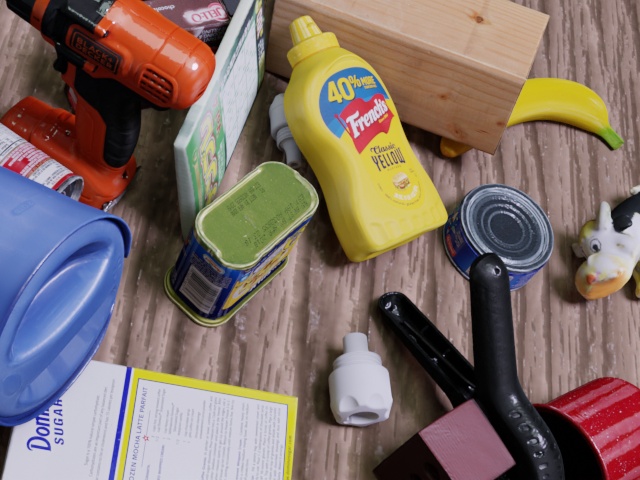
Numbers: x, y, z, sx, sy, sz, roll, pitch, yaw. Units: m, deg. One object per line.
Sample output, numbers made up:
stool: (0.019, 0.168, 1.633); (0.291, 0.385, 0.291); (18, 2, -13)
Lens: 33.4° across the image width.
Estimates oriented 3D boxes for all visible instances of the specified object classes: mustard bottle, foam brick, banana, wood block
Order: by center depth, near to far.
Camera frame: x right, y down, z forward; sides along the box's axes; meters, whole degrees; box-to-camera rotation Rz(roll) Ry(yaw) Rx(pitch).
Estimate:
foam brick: (0.082, 0.152, 0.717); (0.051, 0.078, 0.053); (-24, 71, -33)
mustard bottle: (0.023, -0.084, 0.823); (0.096, 0.058, 0.191); (-21, 84, -41)
wood block: (0.069, -0.163, 0.877); (0.206, 0.090, 0.090); (22, 53, 6)
banana: (0.185, -0.112, 0.948); (0.197, 0.037, 0.069); (-6, 62, -25)

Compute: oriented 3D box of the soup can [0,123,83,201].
soup can: (-0.222, -0.042, 0.722); (0.102, 0.069, 0.068); (33, 53, 1)

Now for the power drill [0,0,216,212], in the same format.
power drill: (-0.172, -0.110, 0.711); (0.184, 0.188, 0.057); (33, 55, -1)

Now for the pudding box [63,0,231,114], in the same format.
pudding box: (-0.131, -0.139, 0.805); (0.113, 0.090, 0.039); (-15, 65, -28)

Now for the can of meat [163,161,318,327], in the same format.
can of meat: (-0.055, 0.001, 0.752); (0.057, 0.084, 0.102); (43, 54, 7)

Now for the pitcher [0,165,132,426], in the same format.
pitcher: (-0.247, 0.000, 0.618); (0.243, 0.149, 0.145); (26, 72, 13)

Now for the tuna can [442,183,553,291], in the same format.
tuna can: (0.145, -0.003, 0.866); (0.086, 0.034, 0.086); (10, 57, -16)

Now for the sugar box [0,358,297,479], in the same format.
sugar box: (-0.106, 0.132, 0.675); (0.176, 0.048, 0.093); (12, 56, -10)

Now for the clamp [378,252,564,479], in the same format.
clamp: (0.112, 0.113, 0.742); (0.036, 0.165, 0.210); (-23, 94, -22)
